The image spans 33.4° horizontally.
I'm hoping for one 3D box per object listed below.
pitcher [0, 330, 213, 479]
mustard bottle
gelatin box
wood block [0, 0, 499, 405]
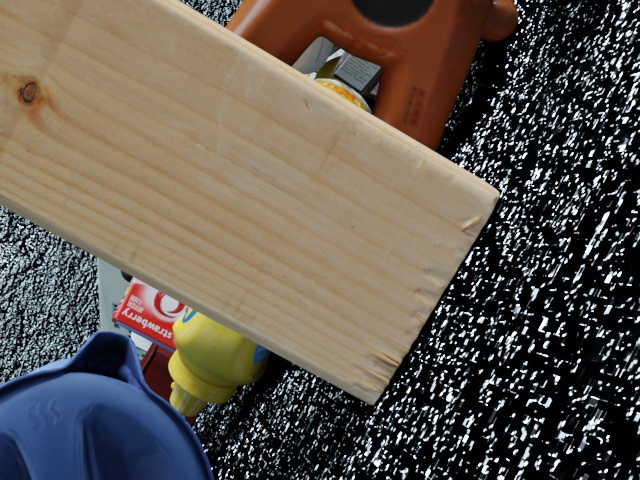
[{"bbox_3d":[-0.138,0.137,0.588,0.149,0.145,0.243,-33,4,-11],"label":"pitcher"},{"bbox_3d":[-0.031,0.020,0.582,0.192,0.058,0.096,-58,0,20],"label":"mustard bottle"},{"bbox_3d":[-0.073,0.038,0.663,0.073,0.089,0.030,-63,11,-14],"label":"gelatin box"},{"bbox_3d":[-0.051,-0.036,0.396,0.091,0.206,0.090,-59,9,7],"label":"wood block"}]
